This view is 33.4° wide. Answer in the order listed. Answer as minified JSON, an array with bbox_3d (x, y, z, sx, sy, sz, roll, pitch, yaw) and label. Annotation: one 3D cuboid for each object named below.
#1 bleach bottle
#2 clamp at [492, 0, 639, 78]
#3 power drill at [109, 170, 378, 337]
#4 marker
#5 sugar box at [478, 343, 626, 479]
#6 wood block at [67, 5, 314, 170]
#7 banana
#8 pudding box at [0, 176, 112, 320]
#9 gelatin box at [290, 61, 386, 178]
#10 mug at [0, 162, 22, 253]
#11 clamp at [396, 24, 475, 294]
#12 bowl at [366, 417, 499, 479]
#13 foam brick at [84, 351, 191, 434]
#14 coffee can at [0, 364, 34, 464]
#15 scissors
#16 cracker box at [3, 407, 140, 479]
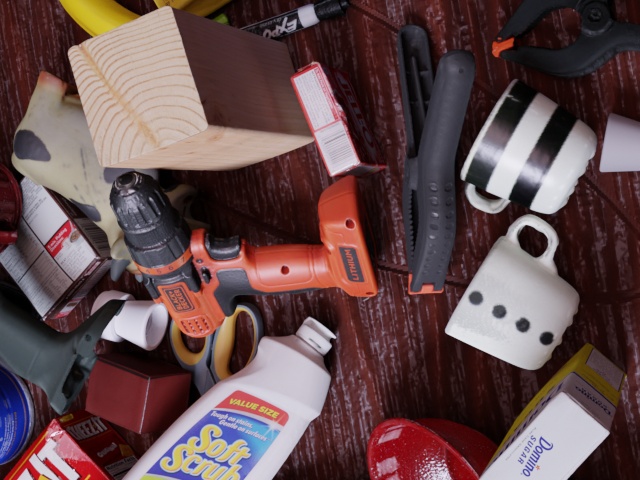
[{"bbox_3d":[-0.081,0.165,0.878,0.102,0.068,0.250,36,82,11],"label":"bleach bottle"},{"bbox_3d":[0.211,-0.179,0.794,0.172,0.039,0.120,-6,89,21],"label":"clamp"},{"bbox_3d":[-0.055,0.001,0.838,0.188,0.184,0.057,-8,51,11],"label":"power drill"},{"bbox_3d":[-0.032,-0.181,0.897,0.121,0.020,0.020,-16,87,20],"label":"marker"},{"bbox_3d":[0.165,0.131,0.753,0.048,0.176,0.093,42,106,14],"label":"sugar box"},{"bbox_3d":[-0.091,-0.109,0.823,0.090,0.205,0.091,-18,87,21],"label":"wood block"},{"bbox_3d":[-0.177,-0.203,0.944,0.198,0.037,0.069,28,72,14],"label":"banana"},{"bbox_3d":[-0.250,0.003,0.978,0.090,0.039,0.113,-46,74,19],"label":"pudding box"},{"bbox_3d":[0.016,-0.095,0.854,0.030,0.073,0.089,-24,83,19],"label":"gelatin box"},{"bbox_3d":[-0.318,-0.025,0.941,0.117,0.081,0.093,31,101,26],"label":"mug"},{"bbox_3d":[0.082,-0.063,0.822,0.036,0.164,0.210,-2,115,-6],"label":"clamp"},{"bbox_3d":[0.108,0.197,0.819,0.162,0.055,0.162,37,141,37],"label":"bowl"},{"bbox_3d":[-0.159,0.132,0.932,0.078,0.052,0.051,13,97,39],"label":"foam brick"},{"bbox_3d":[-0.343,0.169,0.967,0.103,0.140,0.103,1,93,21],"label":"coffee can"},{"bbox_3d":[-0.108,0.143,0.943,0.096,0.016,0.202,24,100,20],"label":"scissors"},{"bbox_3d":[-0.200,0.283,0.955,0.214,0.072,0.164,44,105,14],"label":"cracker box"}]
